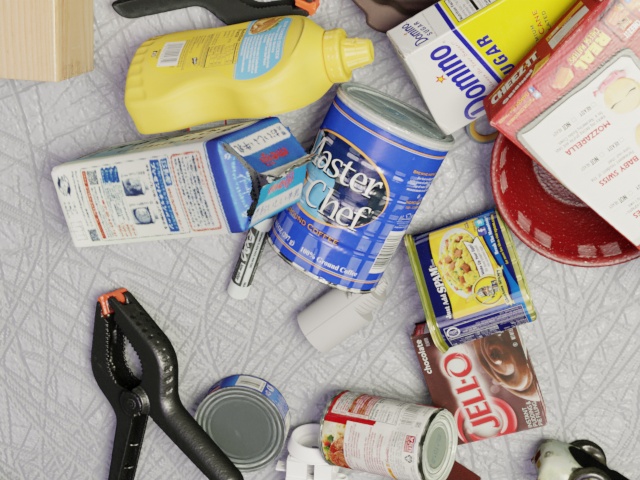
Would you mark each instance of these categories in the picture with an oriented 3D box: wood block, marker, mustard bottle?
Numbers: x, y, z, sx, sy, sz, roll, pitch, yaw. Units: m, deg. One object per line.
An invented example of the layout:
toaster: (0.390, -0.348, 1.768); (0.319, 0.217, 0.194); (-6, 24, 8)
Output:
wood block: (-0.239, -0.238, 0.858); (0.091, 0.090, 0.206); (5, 106, 8)
marker: (-0.056, 0.001, 0.917); (0.020, 0.020, 0.121); (23, 126, 2)
mustard bottle: (-0.052, -0.135, 0.834); (0.192, 0.096, 0.058); (-6, 132, 17)

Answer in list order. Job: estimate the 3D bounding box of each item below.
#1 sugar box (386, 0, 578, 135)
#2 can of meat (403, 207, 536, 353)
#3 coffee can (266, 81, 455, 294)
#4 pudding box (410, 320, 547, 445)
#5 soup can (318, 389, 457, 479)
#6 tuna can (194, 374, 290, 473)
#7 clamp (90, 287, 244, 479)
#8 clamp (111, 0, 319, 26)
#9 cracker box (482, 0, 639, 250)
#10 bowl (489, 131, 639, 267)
sugar box: (0.147, -0.159, 0.797); (0.176, 0.048, 0.093); (-32, 135, 6)
can of meat: (0.124, 0.031, 0.877); (0.084, 0.057, 0.102); (-19, 64, 12)
coffee can: (0.031, -0.043, 0.864); (0.103, 0.102, 0.140); (27, 109, 1)
pudding box: (0.138, 0.116, 0.926); (0.090, 0.039, 0.113); (-16, 102, 15)
soup can: (0.059, 0.170, 0.921); (0.102, 0.068, 0.068); (5, 109, 33)
tuna can: (-0.071, 0.167, 0.979); (0.086, 0.033, 0.086); (3, 107, 9)
clamp: (-0.150, 0.146, 0.965); (0.165, 0.036, 0.210); (-6, 98, 34)
clamp: (-0.082, -0.226, 0.859); (0.171, 0.039, 0.120); (9, 124, 1)
cracker box: (0.250, -0.086, 0.763); (0.213, 0.072, 0.164); (38, 110, -12)
bowl: (0.215, -0.062, 0.850); (0.162, 0.055, 0.162); (2, 108, 6)
